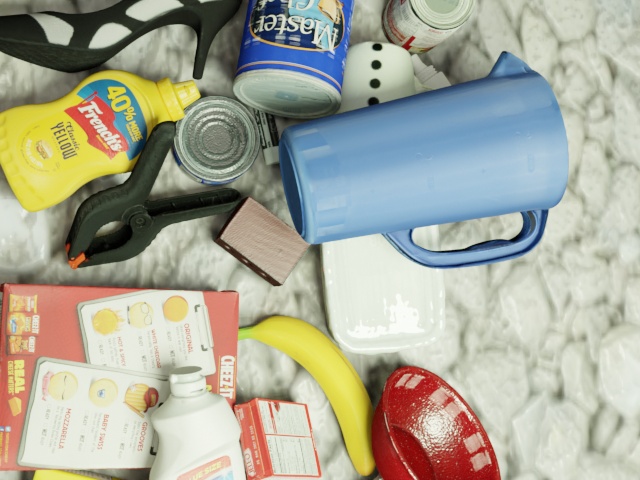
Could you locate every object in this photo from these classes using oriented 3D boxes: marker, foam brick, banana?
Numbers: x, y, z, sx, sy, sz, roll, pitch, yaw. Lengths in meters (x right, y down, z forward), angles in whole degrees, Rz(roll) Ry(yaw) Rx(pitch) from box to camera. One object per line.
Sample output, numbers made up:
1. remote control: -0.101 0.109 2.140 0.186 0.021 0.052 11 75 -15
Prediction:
1. marker: -0.058 -0.135 1.053 0.020 0.020 0.121 -13 89 -11
2. foam brick: -0.057 0.001 1.029 0.078 0.053 0.051 37 81 -6
3. banana: 0.003 0.139 1.044 0.070 0.037 0.198 -41 92 20

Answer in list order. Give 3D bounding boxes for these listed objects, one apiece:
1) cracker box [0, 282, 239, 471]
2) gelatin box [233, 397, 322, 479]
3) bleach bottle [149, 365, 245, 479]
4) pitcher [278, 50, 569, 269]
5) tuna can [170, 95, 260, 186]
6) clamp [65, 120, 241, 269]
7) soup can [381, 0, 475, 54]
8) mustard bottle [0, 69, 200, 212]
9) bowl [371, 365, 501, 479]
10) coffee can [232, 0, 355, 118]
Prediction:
1. cracker box: -0.188 0.124 0.976 0.213 0.072 0.164 3 88 -20
2. gelatin box: -0.040 0.187 0.990 0.030 0.089 0.073 -24 67 27
3. bleach bottle: -0.114 0.236 0.937 0.102 0.068 0.251 -7 99 -17
4. pitcher: 0.092 -0.061 0.966 0.242 0.145 0.149 -12 56 -9
5. tuna can: -0.102 -0.097 1.035 0.086 0.034 0.086 1 87 -11
6. clamp: -0.170 -0.037 0.986 0.171 0.039 0.120 -29 127 1
7. soup can: 0.105 -0.227 1.046 0.068 0.102 0.068 1 87 -11
8. mustard bottle: -0.203 -0.104 0.991 0.191 0.058 0.096 -23 93 -3
9. bowl: 0.100 0.203 1.020 0.162 0.162 0.055 48 120 -5
10. coffee can: -0.022 -0.199 1.010 0.102 0.103 0.140 11 76 -10
